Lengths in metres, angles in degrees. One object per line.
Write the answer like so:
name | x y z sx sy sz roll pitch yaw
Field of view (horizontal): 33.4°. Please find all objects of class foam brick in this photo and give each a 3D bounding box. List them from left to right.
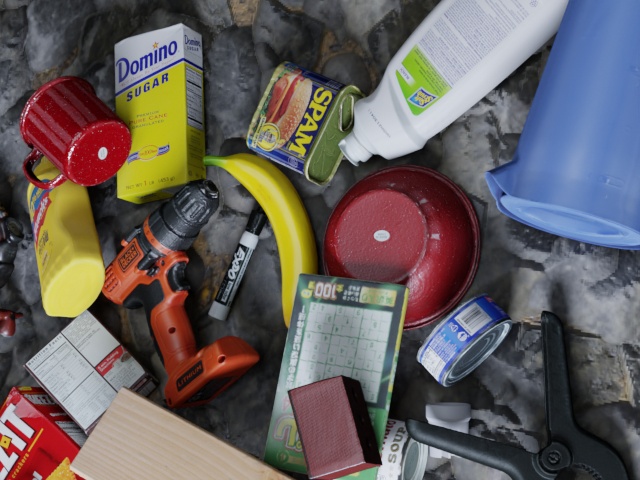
foam brick | 0.013 0.159 0.902 0.051 0.053 0.078 -21 70 16

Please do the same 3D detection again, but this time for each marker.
marker | -0.082 0.023 1.080 0.020 0.020 0.121 23 91 26

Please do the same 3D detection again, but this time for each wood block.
wood block | -0.109 0.224 0.959 0.206 0.090 0.090 22 69 27

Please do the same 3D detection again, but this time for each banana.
banana | -0.043 -0.011 1.052 0.070 0.037 0.198 -29 80 8

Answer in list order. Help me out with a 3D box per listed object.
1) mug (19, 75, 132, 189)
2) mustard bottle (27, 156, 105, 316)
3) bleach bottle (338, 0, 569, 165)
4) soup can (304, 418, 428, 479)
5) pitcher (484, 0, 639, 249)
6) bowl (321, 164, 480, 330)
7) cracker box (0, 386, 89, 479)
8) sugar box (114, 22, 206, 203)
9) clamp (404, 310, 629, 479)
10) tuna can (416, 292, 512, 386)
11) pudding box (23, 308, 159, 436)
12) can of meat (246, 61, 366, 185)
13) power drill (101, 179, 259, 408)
mug | -0.257 -0.101 1.098 0.117 0.093 0.082 -46 60 -6
mustard bottle | -0.276 -0.019 1.138 0.096 0.058 0.192 -58 40 39
bleach bottle | 0.114 -0.168 1.001 0.251 0.068 0.103 -41 67 16
soup can | 0.039 0.191 0.968 0.102 0.068 0.068 8 84 25
pitcher | 0.254 -0.117 0.901 0.145 0.149 0.243 13 83 41
bowl | 0.065 0.002 0.997 0.162 0.055 0.162 -5 79 23
cracker box | -0.274 0.277 1.094 0.214 0.072 0.164 36 96 26
sugar box | -0.171 -0.134 1.133 0.093 0.048 0.176 -10 79 26
clamp | 0.199 0.174 0.905 0.164 0.036 0.210 -45 77 -4
tuna can | 0.127 0.088 0.936 0.086 0.086 0.034 -48 67 10
pudding box | -0.238 0.138 1.106 0.090 0.039 0.114 -44 63 -12
can of meat | -0.016 -0.118 1.054 0.084 0.057 0.102 27 93 28
power drill | -0.132 0.056 1.055 0.185 0.057 0.188 -44 62 34
